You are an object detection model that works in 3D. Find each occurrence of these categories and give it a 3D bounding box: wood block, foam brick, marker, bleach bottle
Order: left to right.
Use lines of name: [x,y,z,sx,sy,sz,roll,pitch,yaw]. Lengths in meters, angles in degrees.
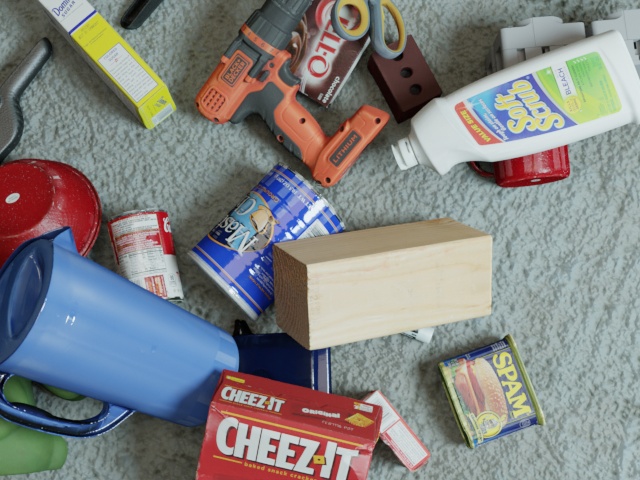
marker: [0.064,0.082,1.164,0.121,0.020,0.020,21,81,3]
wood block: [0.063,0.041,1.090,0.205,0.091,0.090,-9,106,-23]
foam brick: [0.093,-0.180,1.190,0.053,0.051,0.078,-27,82,-5]
bleach bottle: [0.197,-0.123,1.089,0.251,0.068,0.102,-21,91,10]

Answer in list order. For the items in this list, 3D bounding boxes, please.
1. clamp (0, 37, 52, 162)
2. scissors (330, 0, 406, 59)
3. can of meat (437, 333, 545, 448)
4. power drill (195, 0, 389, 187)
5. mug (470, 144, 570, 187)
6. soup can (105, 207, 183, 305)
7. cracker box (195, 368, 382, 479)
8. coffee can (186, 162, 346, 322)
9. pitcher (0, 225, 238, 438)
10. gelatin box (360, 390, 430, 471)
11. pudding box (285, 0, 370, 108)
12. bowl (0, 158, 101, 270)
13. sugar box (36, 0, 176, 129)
clamp: [-0.359,-0.157,1.192,0.120,0.039,0.171,-5,83,3]
scissors: [0.041,-0.287,1.152,0.096,0.016,0.202,-5,71,-30]
can of meat: [0.179,0.161,1.134,0.084,0.057,0.102,-20,81,-1]
power drill: [-0.019,-0.163,1.151,0.187,0.057,0.185,40,109,4]
mug: [0.216,-0.102,1.166,0.117,0.093,0.081,-9,85,29]
soup can: [-0.189,0.022,1.148,0.068,0.068,0.102,-12,82,-2]
cracker box: [-0.041,0.250,1.060,0.164,0.072,0.214,13,116,2]
coffee can: [-0.057,0.001,1.134,0.103,0.103,0.140,44,83,6]
pitcher: [-0.207,0.109,1.051,0.149,0.242,0.145,-41,39,26]
gelatin box: [0.075,0.199,1.118,0.030,0.073,0.089,-39,84,-5]
pudding box: [0.000,-0.218,1.185,0.090,0.039,0.114,32,106,5]
bowl: [-0.319,-0.030,1.138,0.162,0.055,0.162,-3,62,6]
sugar box: [-0.235,-0.206,1.172,0.048,0.093,0.176,-40,84,-7]
